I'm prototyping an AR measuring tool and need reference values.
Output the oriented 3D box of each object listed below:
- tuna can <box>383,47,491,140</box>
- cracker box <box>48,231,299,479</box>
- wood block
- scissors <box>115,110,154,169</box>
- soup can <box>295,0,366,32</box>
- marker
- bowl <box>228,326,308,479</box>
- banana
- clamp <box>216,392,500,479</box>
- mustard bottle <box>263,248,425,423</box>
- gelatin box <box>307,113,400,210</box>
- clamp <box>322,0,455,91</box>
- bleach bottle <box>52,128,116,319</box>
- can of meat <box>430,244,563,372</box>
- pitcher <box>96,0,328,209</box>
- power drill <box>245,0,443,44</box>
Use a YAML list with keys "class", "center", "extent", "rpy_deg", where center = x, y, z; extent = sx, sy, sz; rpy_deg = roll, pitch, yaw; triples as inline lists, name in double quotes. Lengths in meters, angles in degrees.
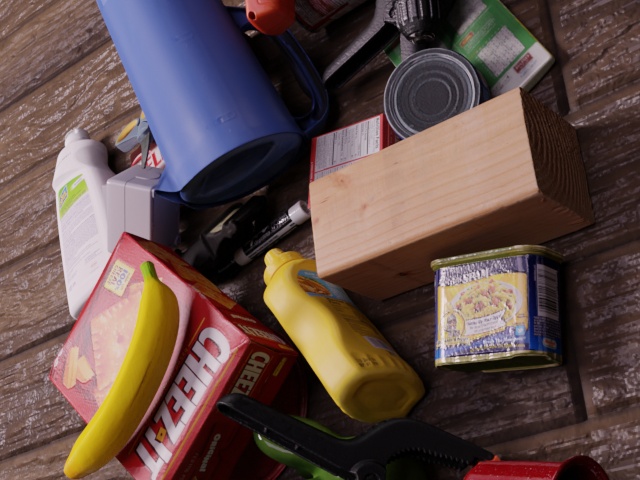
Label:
- class: "tuna can"
  center: [0.097, -0.116, 0.891]
  extent: [0.086, 0.033, 0.086]
  rpy_deg: [-3, 81, 22]
- class: "cracker box"
  center: [-0.141, 0.112, 0.953]
  extent: [0.214, 0.072, 0.164]
  rpy_deg: [35, 98, 43]
- class: "wood block"
  center: [0.100, -0.030, 0.856]
  extent: [0.206, 0.090, 0.090]
  rpy_deg: [-23, 60, 34]
- class: "scissors"
  center: [-0.197, -0.103, 1.139]
  extent: [0.096, 0.016, 0.201]
  rpy_deg: [-40, 24, 27]
- class: "soup can"
  center: [0.018, -0.254, 1.028]
  extent: [0.102, 0.068, 0.068]
  rpy_deg: [-27, 58, 32]
- class: "marker"
  center: [-0.057, 0.001, 1.034]
  extent: [0.121, 0.020, 0.020]
  rpy_deg: [-36, 53, 27]
- class: "bowl"
  center: [-0.089, 0.151, 0.982]
  extent: [0.162, 0.055, 0.162]
  rpy_deg: [-17, 63, 37]
- class: "banana"
  center: [-0.161, 0.118, 0.898]
  extent: [0.070, 0.037, 0.198]
  rpy_deg: [18, 85, 60]
- class: "clamp"
  center: [0.027, 0.172, 0.785]
  extent: [0.036, 0.209, 0.164]
  rpy_deg: [109, 146, -65]
- class: "mustard bottle"
  center: [0.004, 0.069, 0.900]
  extent: [0.058, 0.096, 0.192]
  rpy_deg: [-53, 48, 14]
- class: "gelatin box"
  center: [0.031, -0.067, 0.973]
  extent: [0.089, 0.030, 0.073]
  rpy_deg: [-15, 64, 38]
- class: "clamp"
  center: [0.080, -0.189, 0.950]
  extent: [0.120, 0.039, 0.171]
  rpy_deg: [36, 104, 31]
- class: "bleach bottle"
  center: [-0.249, -0.032, 1.191]
  extent: [0.103, 0.068, 0.251]
  rpy_deg: [-38, 50, 25]
- class: "can of meat"
  center: [0.135, 0.055, 0.817]
  extent: [0.102, 0.057, 0.084]
  rpy_deg: [-12, 69, 39]
- class: "pitcher"
  center: [-0.112, -0.166, 1.028]
  extent: [0.145, 0.148, 0.243]
  rpy_deg: [-39, 72, 37]
- class: "power drill"
  center: [0.022, -0.243, 0.947]
  extent: [0.188, 0.057, 0.184]
  rpy_deg: [-12, 74, 30]
